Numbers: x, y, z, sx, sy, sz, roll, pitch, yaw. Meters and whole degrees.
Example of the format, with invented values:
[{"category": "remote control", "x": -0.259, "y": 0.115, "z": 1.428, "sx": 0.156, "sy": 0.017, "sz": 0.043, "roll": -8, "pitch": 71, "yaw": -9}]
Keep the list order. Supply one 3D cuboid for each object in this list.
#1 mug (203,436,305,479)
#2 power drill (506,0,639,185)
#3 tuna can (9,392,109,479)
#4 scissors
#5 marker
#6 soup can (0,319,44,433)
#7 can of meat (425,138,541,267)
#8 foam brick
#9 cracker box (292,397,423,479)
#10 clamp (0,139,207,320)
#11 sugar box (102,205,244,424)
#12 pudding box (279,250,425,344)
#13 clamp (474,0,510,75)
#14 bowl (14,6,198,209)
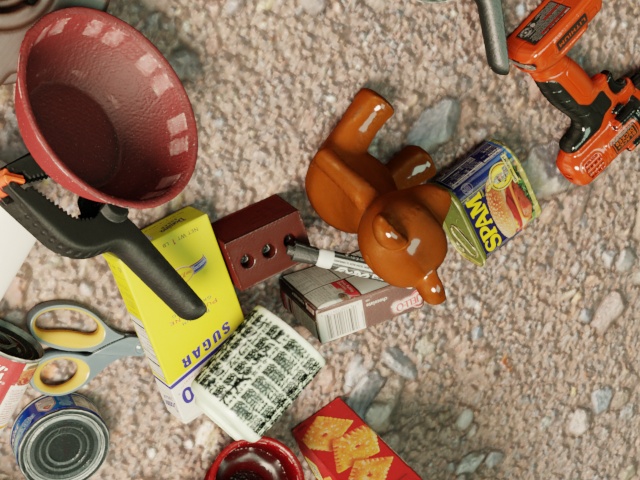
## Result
[{"category": "mug", "x": -0.080, "y": 0.244, "z": 1.030, "sx": 0.117, "sy": 0.082, "sz": 0.093, "roll": -21, "pitch": 80, "yaw": -21}, {"category": "power drill", "x": 0.283, "y": -0.171, "z": 1.075, "sx": 0.184, "sy": 0.057, "sz": 0.187, "roll": -46, "pitch": 123, "yaw": -3}, {"category": "tuna can", "x": -0.236, "y": 0.183, "z": 0.970, "sx": 0.086, "sy": 0.034, "sz": 0.086, "roll": -10, "pitch": 114, "yaw": -23}, {"category": "scissors", "x": -0.181, "y": 0.112, "z": 0.979, "sx": 0.201, "sy": 0.016, "sz": 0.096, "roll": 23, "pitch": 96, "yaw": -31}, {"category": "marker", "x": 0.027, "y": 0.022, "z": 0.964, "sx": 0.121, "sy": 0.020, "sz": 0.020, "roll": 13, "pitch": 104, "yaw": -11}, {"category": "soup can", "x": -0.286, "y": 0.124, "z": 0.898, "sx": 0.068, "sy": 0.069, "sz": 0.102, "roll": 25, "pitch": 101, "yaw": -32}, {"category": "can of meat", "x": 0.165, "y": -0.039, "z": 1.071, "sx": 0.084, "sy": 0.058, "sz": 0.102, "roll": -38, "pitch": 123, "yaw": -12}, {"category": "foam brick", "x": -0.056, "y": 0.001, "z": 0.977, "sx": 0.078, "sy": 0.051, "sz": 0.053, "roll": -27, "pitch": 120, "yaw": -15}, {"category": "cracker box", "x": 0.071, "y": 0.276, "z": 1.057, "sx": 0.072, "sy": 0.214, "sz": 0.164, "roll": -34, "pitch": 122, "yaw": -11}, {"category": "clamp", "x": -0.166, "y": -0.017, "z": 0.840, "sx": 0.209, "sy": 0.036, "sz": 0.164, "roll": 4, "pitch": 71, "yaw": -52}, {"category": "sugar box", "x": -0.120, "y": 0.068, "z": 0.964, "sx": 0.093, "sy": 0.048, "sz": 0.176, "roll": -30, "pitch": 115, "yaw": -23}, {"category": "pudding box", "x": 0.029, "y": 0.049, "z": 1.018, "sx": 0.113, "sy": 0.090, "sz": 0.039, "roll": -17, "pitch": 115, "yaw": -20}, {"category": "clamp", "x": 0.155, "y": -0.238, "z": 0.977, "sx": 0.171, "sy": 0.039, "sz": 0.120, "roll": 36, "pitch": 90, "yaw": -16}, {"category": "bowl", "x": -0.169, "y": -0.090, "z": 0.796, "sx": 0.055, "sy": 0.162, "sz": 0.162, "roll": -26, "pitch": 133, "yaw": 37}]
